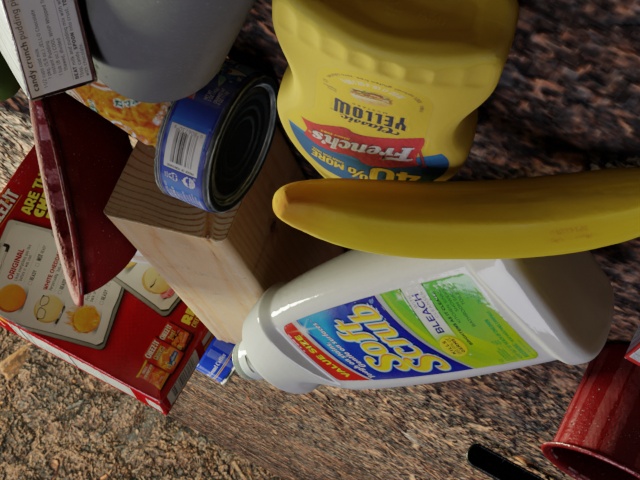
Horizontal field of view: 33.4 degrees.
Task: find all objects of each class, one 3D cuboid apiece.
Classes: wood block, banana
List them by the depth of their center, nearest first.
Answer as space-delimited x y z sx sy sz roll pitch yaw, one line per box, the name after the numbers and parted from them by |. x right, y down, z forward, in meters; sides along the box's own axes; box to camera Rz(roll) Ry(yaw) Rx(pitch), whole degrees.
0.080 -0.017 0.496 0.198 0.037 0.069 -5 151 8 | banana
-0.054 0.001 0.745 0.090 0.090 0.206 13 157 22 | wood block

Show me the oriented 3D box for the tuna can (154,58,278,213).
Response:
-0.057 -0.059 0.603 0.034 0.086 0.086 23 162 16 | tuna can

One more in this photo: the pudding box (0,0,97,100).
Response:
-0.142 -0.133 0.487 0.090 0.039 0.113 48 155 44 | pudding box

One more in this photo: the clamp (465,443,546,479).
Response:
0.256 0.279 1.138 0.165 0.036 0.209 14 157 40 | clamp

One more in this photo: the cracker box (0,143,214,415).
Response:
-0.182 0.027 0.910 0.214 0.164 0.072 27 161 8 | cracker box

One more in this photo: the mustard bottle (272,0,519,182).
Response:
0.027 -0.065 0.499 0.096 0.058 0.192 16 162 4 | mustard bottle

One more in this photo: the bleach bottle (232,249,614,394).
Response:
0.041 0.050 0.639 0.251 0.068 0.102 -24 114 43 | bleach bottle

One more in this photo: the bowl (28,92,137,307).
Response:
-0.158 -0.038 0.735 0.055 0.162 0.162 -13 172 -17 | bowl
